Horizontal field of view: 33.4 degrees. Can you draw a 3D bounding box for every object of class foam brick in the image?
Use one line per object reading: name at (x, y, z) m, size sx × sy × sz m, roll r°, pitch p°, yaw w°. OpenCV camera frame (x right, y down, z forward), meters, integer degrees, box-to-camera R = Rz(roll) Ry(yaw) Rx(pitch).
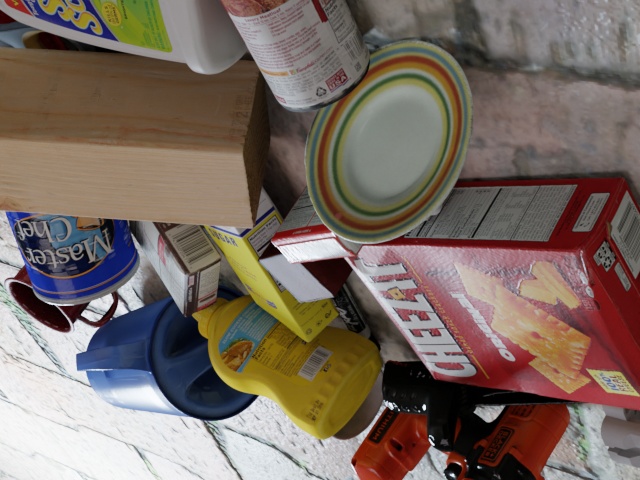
foam brick at (0.000, 0.001, 0.832) m, size 0.051 × 0.078 × 0.053 m, roll 44°, pitch 152°, yaw -18°

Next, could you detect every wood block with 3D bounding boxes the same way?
wood block at (-0.146, -0.076, 0.778) m, size 0.206 × 0.090 × 0.091 m, roll 4°, pitch 146°, yaw 6°

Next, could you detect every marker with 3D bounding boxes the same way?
marker at (0.027, 0.065, 0.958) m, size 0.020 × 0.020 × 0.121 m, roll 9°, pitch 142°, yaw 38°

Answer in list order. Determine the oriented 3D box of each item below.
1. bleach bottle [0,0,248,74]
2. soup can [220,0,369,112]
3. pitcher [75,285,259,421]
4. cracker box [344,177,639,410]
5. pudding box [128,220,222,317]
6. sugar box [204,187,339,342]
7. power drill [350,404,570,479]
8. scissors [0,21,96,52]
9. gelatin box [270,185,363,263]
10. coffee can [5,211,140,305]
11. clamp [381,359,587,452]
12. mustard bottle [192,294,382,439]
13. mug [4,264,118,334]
bleach bottle at (-0.169, -0.177, 0.721) m, size 0.251 × 0.068 × 0.102 m, roll 11°, pitch 128°, yaw 28°
soup can at (-0.018, -0.138, 0.652) m, size 0.069 × 0.068 × 0.102 m, roll 8°, pitch 142°, yaw 39°
pitcher at (-0.172, 0.124, 1.131) m, size 0.149 × 0.144 × 0.243 m, roll 46°, pitch 152°, yaw -17°
cracker box at (0.138, 0.038, 0.751) m, size 0.214 × 0.072 × 0.164 m, roll 1°, pitch 137°, yaw 46°
pudding box at (-0.134, 0.001, 0.967) m, size 0.113 × 0.039 × 0.090 m, roll 56°, pitch 159°, yaw 21°
sugar box at (-0.056, 0.001, 0.898) m, size 0.093 × 0.048 × 0.176 m, roll 30°, pitch 160°, yaw 50°
power drill at (0.109, 0.201, 0.930) m, size 0.057 × 0.184 × 0.188 m, roll 49°, pitch 157°, yaw -25°
scissors at (-0.251, -0.165, 0.795) m, size 0.201 × 0.016 × 0.096 m, roll 35°, pitch 140°, yaw -19°
gelatin box at (0.015, -0.026, 0.762) m, size 0.073 × 0.089 × 0.030 m, roll -8°, pitch 132°, yaw 51°
coffee can at (-0.230, -0.027, 0.963) m, size 0.103 × 0.102 × 0.140 m, roll 13°, pitch 129°, yaw 34°
clamp at (0.123, 0.123, 0.880) m, size 0.210 × 0.164 × 0.036 m, roll -173°, pitch 74°, yaw -69°
mustard bottle at (-0.045, 0.100, 0.977) m, size 0.192 × 0.096 × 0.058 m, roll 25°, pitch 156°, yaw 31°
mug at (-0.277, 0.050, 1.181) m, size 0.117 × 0.081 × 0.093 m, roll 32°, pitch 151°, yaw 4°
